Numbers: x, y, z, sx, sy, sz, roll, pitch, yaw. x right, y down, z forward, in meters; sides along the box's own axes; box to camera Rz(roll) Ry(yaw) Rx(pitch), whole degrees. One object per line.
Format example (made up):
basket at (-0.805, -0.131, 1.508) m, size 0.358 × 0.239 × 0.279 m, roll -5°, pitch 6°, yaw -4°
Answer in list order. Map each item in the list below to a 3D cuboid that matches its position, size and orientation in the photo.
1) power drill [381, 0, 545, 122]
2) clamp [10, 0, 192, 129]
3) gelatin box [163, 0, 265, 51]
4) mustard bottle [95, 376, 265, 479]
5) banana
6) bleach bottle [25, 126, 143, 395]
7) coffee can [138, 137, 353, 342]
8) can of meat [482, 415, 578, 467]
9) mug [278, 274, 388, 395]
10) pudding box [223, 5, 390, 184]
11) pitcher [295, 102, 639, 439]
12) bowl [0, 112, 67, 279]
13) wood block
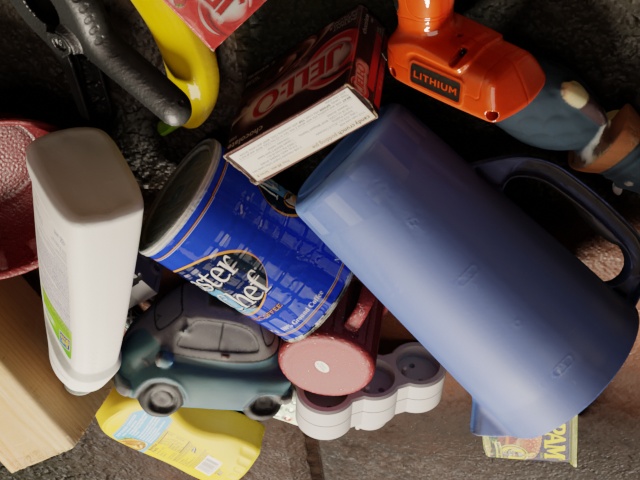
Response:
power drill at (0.084, -0.162, 0.618) m, size 0.185 × 0.057 × 0.187 m, roll 35°, pitch 153°, yaw 40°
clamp at (-0.159, -0.141, 0.735) m, size 0.120 × 0.039 × 0.171 m, roll 6°, pitch 140°, yaw 36°
gelatin box at (-0.074, -0.178, 0.685) m, size 0.073 × 0.030 × 0.089 m, roll -42°, pitch 119°, yaw 6°
mustard bottle at (-0.157, 0.176, 1.050) m, size 0.191 × 0.058 × 0.096 m, roll 27°, pitch 137°, yaw -15°
banana at (-0.112, -0.146, 0.741) m, size 0.070 × 0.037 × 0.198 m, roll -3°, pitch 133°, yaw 14°
bleach bottle at (-0.190, 0.035, 0.848) m, size 0.068 × 0.103 × 0.251 m, roll -16°, pitch 145°, yaw -27°
coffee can at (-0.055, 0.001, 0.827) m, size 0.140 × 0.102 × 0.103 m, roll 34°, pitch 131°, yaw -20°
can of meat at (0.189, 0.155, 0.961) m, size 0.084 × 0.057 × 0.102 m, roll 1°, pitch 133°, yaw 14°
mug at (0.016, 0.070, 0.894) m, size 0.093 × 0.081 × 0.117 m, roll 27°, pitch 133°, yaw -15°
pudding box at (-0.008, -0.099, 0.729) m, size 0.114 × 0.090 × 0.039 m, roll -28°, pitch 123°, yaw 33°
pitcher at (0.109, 0.011, 0.769) m, size 0.242 × 0.149 × 0.145 m, roll 43°, pitch 143°, yaw -8°
bowl at (-0.257, -0.044, 0.830) m, size 0.162 × 0.055 × 0.162 m, roll -18°, pitch 139°, yaw -16°
wood block at (-0.291, 0.093, 0.943) m, size 0.090 × 0.090 × 0.206 m, roll -25°, pitch 111°, yaw 30°
